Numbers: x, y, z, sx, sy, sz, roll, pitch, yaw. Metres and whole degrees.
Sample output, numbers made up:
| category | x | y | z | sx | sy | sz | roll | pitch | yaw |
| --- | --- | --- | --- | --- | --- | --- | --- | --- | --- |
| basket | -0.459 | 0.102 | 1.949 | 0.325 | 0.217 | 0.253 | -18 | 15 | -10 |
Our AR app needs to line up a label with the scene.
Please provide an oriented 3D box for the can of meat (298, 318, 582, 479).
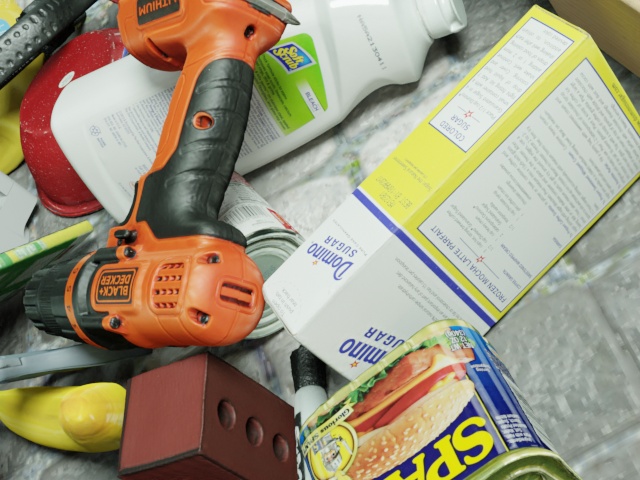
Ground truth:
| category | x | y | z | sx | sy | sz | roll | pitch | yaw |
| --- | --- | --- | --- | --- | --- | --- | --- | --- | --- |
| can of meat | 0.046 | 0.094 | 0.450 | 0.102 | 0.057 | 0.084 | -38 | 40 | 11 |

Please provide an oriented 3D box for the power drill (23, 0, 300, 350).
| category | x | y | z | sx | sy | sz | roll | pitch | yaw |
| --- | --- | --- | --- | --- | --- | --- | --- | --- | --- |
| power drill | -0.085 | -0.036 | 0.548 | 0.185 | 0.057 | 0.187 | -3 | 74 | 47 |

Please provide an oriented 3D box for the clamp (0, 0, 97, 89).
| category | x | y | z | sx | sy | sz | roll | pitch | yaw |
| --- | --- | --- | --- | --- | --- | --- | --- | --- | --- |
| clamp | -0.197 | -0.168 | 0.795 | 0.165 | 0.036 | 0.209 | -29 | 20 | 41 |

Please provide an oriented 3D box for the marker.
| category | x | y | z | sx | sy | sz | roll | pitch | yaw |
| --- | --- | --- | --- | --- | --- | --- | --- | --- | --- |
| marker | -0.003 | 0.101 | 0.512 | 0.020 | 0.020 | 0.121 | -26 | 46 | 23 |

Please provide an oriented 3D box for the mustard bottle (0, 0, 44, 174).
| category | x | y | z | sx | sy | sz | roll | pitch | yaw |
| --- | --- | --- | --- | --- | --- | --- | --- | --- | --- |
| mustard bottle | -0.272 | -0.137 | 0.888 | 0.096 | 0.058 | 0.191 | -29 | 45 | 27 |

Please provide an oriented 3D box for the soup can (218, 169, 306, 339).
| category | x | y | z | sx | sy | sz | roll | pitch | yaw |
| --- | --- | --- | --- | --- | --- | --- | --- | --- | --- |
| soup can | -0.054 | 0.001 | 0.594 | 0.068 | 0.068 | 0.102 | -47 | 42 | 1 |

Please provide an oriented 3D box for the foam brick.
| category | x | y | z | sx | sy | sz | roll | pitch | yaw |
| --- | --- | --- | --- | --- | --- | --- | --- | --- | --- |
| foam brick | -0.052 | 0.097 | 0.513 | 0.051 | 0.078 | 0.053 | -21 | 50 | 27 |

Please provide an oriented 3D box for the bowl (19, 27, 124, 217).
| category | x | y | z | sx | sy | sz | roll | pitch | yaw |
| --- | --- | --- | --- | --- | --- | --- | --- | --- | --- |
| bowl | -0.166 | -0.099 | 0.774 | 0.162 | 0.055 | 0.162 | -22 | 47 | 26 |

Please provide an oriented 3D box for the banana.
| category | x | y | z | sx | sy | sz | roll | pitch | yaw |
| --- | --- | --- | --- | --- | --- | --- | --- | --- | --- |
| banana | -0.137 | 0.096 | 0.578 | 0.198 | 0.069 | 0.037 | -13 | 75 | 56 |

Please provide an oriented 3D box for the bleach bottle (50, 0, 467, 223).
| category | x | y | z | sx | sy | sz | roll | pitch | yaw |
| --- | --- | --- | --- | --- | --- | --- | --- | --- | --- |
| bleach bottle | -0.032 | -0.089 | 0.635 | 0.251 | 0.102 | 0.068 | -18 | 36 | 22 |

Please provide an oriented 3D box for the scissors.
| category | x | y | z | sx | sy | sz | roll | pitch | yaw |
| --- | --- | --- | --- | --- | --- | --- | --- | --- | --- |
| scissors | -0.153 | 0.066 | 0.566 | 0.096 | 0.201 | 0.016 | -12 | 86 | 6 |

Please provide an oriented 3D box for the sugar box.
| category | x | y | z | sx | sy | sz | roll | pitch | yaw |
| --- | --- | --- | --- | --- | --- | --- | --- | --- | --- |
| sugar box | 0.065 | -0.009 | 0.483 | 0.176 | 0.093 | 0.048 | -44 | 41 | 5 |
